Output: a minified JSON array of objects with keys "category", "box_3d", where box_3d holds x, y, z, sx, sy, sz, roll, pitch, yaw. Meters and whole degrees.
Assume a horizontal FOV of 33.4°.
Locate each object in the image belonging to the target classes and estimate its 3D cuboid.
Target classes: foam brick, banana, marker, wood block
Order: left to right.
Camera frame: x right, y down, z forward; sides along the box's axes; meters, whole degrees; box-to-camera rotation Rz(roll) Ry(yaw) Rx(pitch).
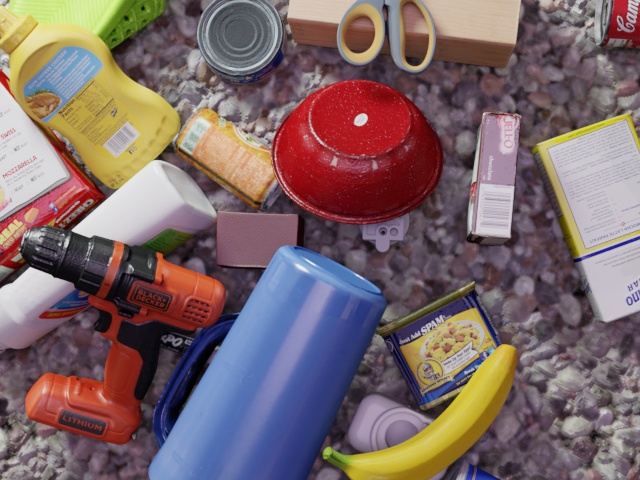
[{"category":"marker","box_3d":[-0.148,0.094,1.023,0.121,0.020,0.020,18,87,6]},{"category":"foam brick","box_3d":[-0.057,0.001,1.008,0.078,0.051,0.053,3,86,5]},{"category":"wood block","box_3d":[0.080,-0.226,0.998,0.206,0.090,0.091,7,86,4]},{"category":"banana","box_3d":[0.099,0.164,0.921,0.197,0.037,0.069,-29,116,-17]}]

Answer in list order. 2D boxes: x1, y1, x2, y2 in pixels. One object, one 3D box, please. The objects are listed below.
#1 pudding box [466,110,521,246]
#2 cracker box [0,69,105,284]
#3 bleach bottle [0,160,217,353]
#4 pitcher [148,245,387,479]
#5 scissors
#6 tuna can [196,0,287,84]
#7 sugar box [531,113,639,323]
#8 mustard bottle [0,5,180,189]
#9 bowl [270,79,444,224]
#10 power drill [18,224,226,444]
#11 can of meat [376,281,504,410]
[{"category":"pudding box","box_3d":[0.158,-0.054,0.977,0.039,0.090,0.113,7,86,6]},{"category":"cracker box","box_3d":[-0.339,-0.072,1.026,0.164,0.072,0.214,-41,83,0]},{"category":"bleach bottle","box_3d":[-0.221,0.027,1.005,0.251,0.102,0.068,-37,76,9]},{"category":"pitcher","box_3d":[-0.049,0.127,0.944,0.149,0.145,0.243,27,96,-7]},{"category":"scissors","box_3d":[0.048,-0.240,0.947,0.096,0.016,0.202,-15,85,3]},{"category":"tuna can","box_3d":[-0.076,-0.197,1.034,0.086,0.033,0.086,0,85,4]},{"category":"sugar box","box_3d":[0.271,-0.020,0.989,0.093,0.048,0.176,-19,88,2]},{"category":"mustard bottle","box_3d":[-0.227,-0.142,0.988,0.096,0.058,0.191,-41,113,12]},{"category":"bowl","box_3d":[0.034,-0.094,0.971,0.162,0.055,0.162,0,56,0]},{"category":"power drill","box_3d":[-0.199,0.085,0.954,0.184,0.057,0.188,21,115,-15]},{"category":"can of meat","box_3d":[0.115,0.097,0.984,0.102,0.057,0.084,-28,86,2]}]
